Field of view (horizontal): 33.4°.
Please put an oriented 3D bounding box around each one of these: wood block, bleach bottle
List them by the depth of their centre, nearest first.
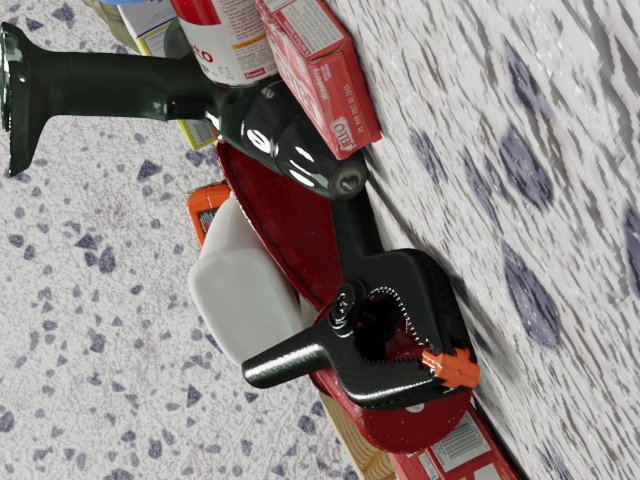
[{"bbox_3d":[-0.056,0.001,0.887,0.251,0.068,0.102,-94,-18,-65],"label":"bleach bottle"},{"bbox_3d":[0.061,0.166,0.966,0.090,0.090,0.206,61,175,14],"label":"wood block"}]

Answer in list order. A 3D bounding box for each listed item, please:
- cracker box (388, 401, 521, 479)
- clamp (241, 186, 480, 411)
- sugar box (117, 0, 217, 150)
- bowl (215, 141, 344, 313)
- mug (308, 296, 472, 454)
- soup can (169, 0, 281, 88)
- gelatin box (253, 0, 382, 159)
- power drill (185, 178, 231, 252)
[{"bbox_3d":[0.126,0.232,0.742,0.164,0.072,0.213,59,175,43],"label":"cracker box"},{"bbox_3d":[0.027,0.032,0.634,0.036,0.164,0.210,19,179,-30],"label":"clamp"},{"bbox_3d":[-0.096,-0.156,0.868,0.176,0.093,0.048,59,173,43],"label":"sugar box"},{"bbox_3d":[-0.012,-0.022,0.814,0.162,0.055,0.162,56,-173,-12],"label":"bowl"},{"bbox_3d":[0.048,0.074,0.690,0.082,0.093,0.117,-133,46,-58],"label":"mug"},{"bbox_3d":[-0.055,-0.147,0.618,0.068,0.068,0.102,59,175,42],"label":"soup can"},{"bbox_3d":[-0.005,-0.097,0.576,0.089,0.030,0.073,59,174,41],"label":"gelatin box"},{"bbox_3d":[-0.064,-0.014,1.096,0.187,0.057,0.184,-52,-56,-67],"label":"power drill"}]
